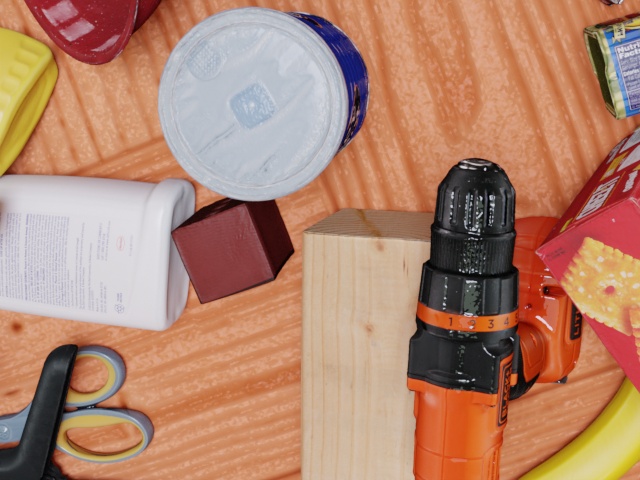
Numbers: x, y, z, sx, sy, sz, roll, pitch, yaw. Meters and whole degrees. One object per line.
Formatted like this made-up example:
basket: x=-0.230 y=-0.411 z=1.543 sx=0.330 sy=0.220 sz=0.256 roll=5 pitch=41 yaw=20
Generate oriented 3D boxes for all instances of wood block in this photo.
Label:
wood block: x=0.042 y=0.090 z=0.675 sx=0.090 sy=0.090 sz=0.206 roll=4 pitch=102 yaw=18

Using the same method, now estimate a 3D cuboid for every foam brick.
foam brick: x=-0.054 y=0.001 z=0.684 sx=0.053 sy=0.078 sz=0.051 roll=-19 pitch=99 yaw=11

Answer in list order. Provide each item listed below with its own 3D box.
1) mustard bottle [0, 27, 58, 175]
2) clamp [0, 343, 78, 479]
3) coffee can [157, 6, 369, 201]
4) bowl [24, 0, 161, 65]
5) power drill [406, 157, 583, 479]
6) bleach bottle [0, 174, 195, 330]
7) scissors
mustard bottle: x=-0.277 y=-0.117 z=0.694 sx=0.191 sy=0.058 sz=0.096 roll=23 pitch=74 yaw=3
clamp: x=-0.187 y=0.180 z=0.751 sx=0.210 sy=0.036 sz=0.164 roll=-37 pitch=107 yaw=23
coffee can: x=-0.027 y=-0.084 z=0.630 sx=0.103 sy=0.140 sz=0.103 roll=2 pitch=101 yaw=8
bowl: x=-0.127 y=-0.184 z=0.604 sx=0.162 sy=0.055 sz=0.162 roll=32 pitch=135 yaw=39
power drill: x=0.104 y=0.037 z=0.610 sx=0.057 sy=0.187 sz=0.184 roll=11 pitch=105 yaw=26
bleach bottle: x=-0.214 y=-0.005 z=0.714 sx=0.251 sy=0.068 sz=0.102 roll=8 pitch=104 yaw=9
scissors: x=-0.218 y=0.117 z=0.761 sx=0.202 sy=0.016 sz=0.096 roll=4 pitch=105 yaw=7
